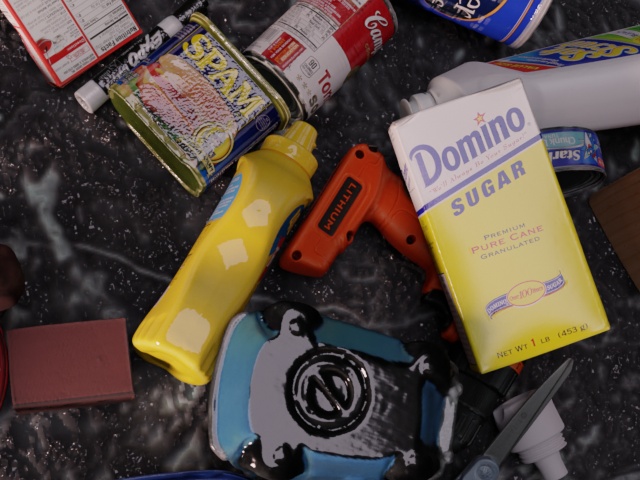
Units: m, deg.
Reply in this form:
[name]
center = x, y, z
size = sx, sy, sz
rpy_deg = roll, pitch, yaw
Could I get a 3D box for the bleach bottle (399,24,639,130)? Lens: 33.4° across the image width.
[bleach bottle]
center = 0.183, -0.111, 0.788
size = 0.250, 0.103, 0.068
rpy_deg = -13, 116, -13

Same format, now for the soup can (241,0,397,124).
[soup can]
center = -0.002, -0.141, 0.772
size = 0.068, 0.068, 0.102
rpy_deg = 44, 73, 0

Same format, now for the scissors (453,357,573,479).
[scissors]
center = 0.116, 0.176, 0.726
size = 0.202, 0.016, 0.096
rpy_deg = -36, 96, 0

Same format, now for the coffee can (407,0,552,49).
[coffee can]
center = 0.103, -0.217, 0.792
size = 0.140, 0.103, 0.102
rpy_deg = 22, 74, -6

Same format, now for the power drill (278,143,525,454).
[power drill]
center = 0.068, 0.034, 0.754
size = 0.187, 0.057, 0.184
rpy_deg = 31, 77, -5

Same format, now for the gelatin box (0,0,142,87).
[gelatin box]
center = -0.179, -0.162, 0.743
size = 0.073, 0.030, 0.089
rpy_deg = -39, 117, -17

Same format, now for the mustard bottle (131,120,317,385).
[mustard bottle]
center = -0.054, 0.001, 0.714
size = 0.058, 0.096, 0.191
rpy_deg = 30, 73, -3

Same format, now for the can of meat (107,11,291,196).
[can of meat]
center = -0.086, -0.094, 0.751
size = 0.084, 0.057, 0.102
rpy_deg = -42, 89, -15

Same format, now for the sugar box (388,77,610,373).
[sugar box]
center = 0.117, -0.010, 0.709
size = 0.093, 0.048, 0.176
rpy_deg = -20, 89, -2

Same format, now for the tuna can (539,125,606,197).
[tuna can]
center = 0.162, -0.054, 0.777
size = 0.086, 0.086, 0.034
rpy_deg = -5, 77, -13

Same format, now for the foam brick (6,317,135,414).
[foam brick]
center = -0.163, 0.082, 0.696
size = 0.078, 0.053, 0.051
rpy_deg = -5, 79, -12

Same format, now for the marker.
[marker]
center = -0.126, -0.137, 0.771
size = 0.020, 0.020, 0.121
rpy_deg = 45, 73, 1
